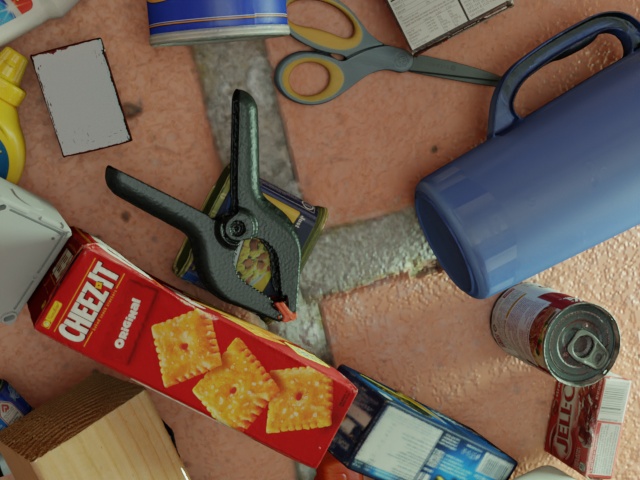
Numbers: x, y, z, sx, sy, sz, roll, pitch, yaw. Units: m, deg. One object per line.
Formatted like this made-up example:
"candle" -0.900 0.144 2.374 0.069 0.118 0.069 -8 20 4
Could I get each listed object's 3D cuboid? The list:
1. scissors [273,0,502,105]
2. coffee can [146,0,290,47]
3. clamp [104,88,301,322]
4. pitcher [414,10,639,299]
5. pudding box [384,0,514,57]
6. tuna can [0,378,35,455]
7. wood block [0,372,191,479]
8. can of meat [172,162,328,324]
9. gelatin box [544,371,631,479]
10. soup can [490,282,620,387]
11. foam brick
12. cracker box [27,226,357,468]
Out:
"scissors" 0.049 -0.130 0.858 0.201 0.016 0.096 25 92 -17
"coffee can" -0.079 -0.214 0.765 0.102 0.103 0.140 -7 99 -15
"clamp" -0.075 -0.011 0.771 0.120 0.039 0.171 -23 99 -6
"pitcher" 0.197 -0.063 0.856 0.242 0.149 0.145 -28 139 -7
"pudding box" 0.086 -0.211 0.823 0.090 0.039 0.113 -26 92 12
"tuna can" -0.251 0.141 0.775 0.086 0.086 0.033 -42 105 -7
"wood block" -0.132 0.207 0.746 0.090 0.091 0.206 -32 108 -29
"can of meat" -0.055 0.001 0.826 0.084 0.057 0.102 27 89 -15
"gelatin box" 0.227 0.152 0.916 0.030 0.073 0.089 8 96 -17
"soup can" 0.191 0.075 0.880 0.068 0.102 0.068 -2 98 -15
"foam brick" -0.175 -0.104 0.780 0.051 0.053 0.078 -18 101 -13
"cracker box" -0.098 0.071 0.767 0.213 0.164 0.072 31 85 -17
